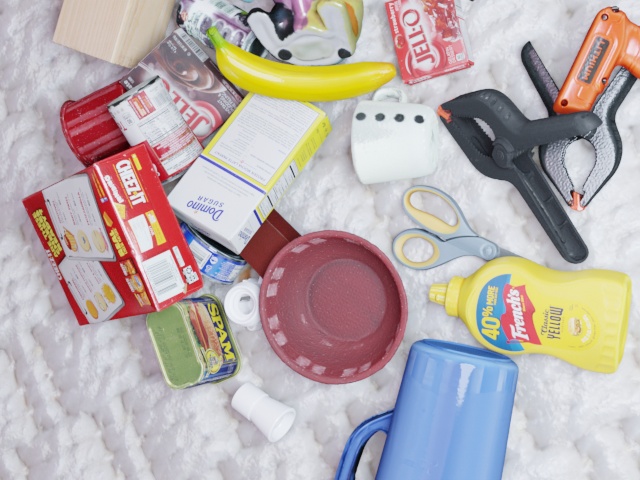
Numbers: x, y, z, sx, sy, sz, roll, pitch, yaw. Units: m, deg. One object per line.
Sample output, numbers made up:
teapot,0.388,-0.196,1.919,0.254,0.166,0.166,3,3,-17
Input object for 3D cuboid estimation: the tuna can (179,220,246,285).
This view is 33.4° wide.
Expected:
tuna can,-0.122,0.010,1.174,0.086,0.086,0.034,40,104,19

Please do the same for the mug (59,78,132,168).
mug,-0.236,-0.125,1.219,0.082,0.093,0.117,-23,54,18

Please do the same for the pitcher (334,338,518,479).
pitcher,0.108,0.222,1.050,0.149,0.145,0.243,11,92,-17

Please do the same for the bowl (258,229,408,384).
bowl,0.019,0.067,1.119,0.162,0.055,0.162,2,97,19

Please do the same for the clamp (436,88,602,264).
clamp,0.188,-0.093,1.015,0.210,0.036,0.164,46,150,36

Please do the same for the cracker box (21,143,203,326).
cracker box,-0.229,0.000,1.162,0.214,0.072,0.164,-14,101,55

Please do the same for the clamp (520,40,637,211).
clamp,0.243,-0.116,1.032,0.120,0.039,0.171,12,92,24

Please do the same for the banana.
banana,-0.023,-0.172,1.106,0.197,0.070,0.037,10,63,-3

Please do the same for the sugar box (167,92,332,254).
sugar box,-0.075,-0.081,1.137,0.093,0.048,0.176,31,78,22

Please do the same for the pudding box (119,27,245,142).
pudding box,-0.152,-0.167,1.192,0.090,0.039,0.113,-38,99,19

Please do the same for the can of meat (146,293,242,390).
can of meat,-0.141,0.112,1.184,0.058,0.083,0.102,-25,80,23

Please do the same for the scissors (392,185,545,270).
scissors,0.154,0.022,1.086,0.202,0.016,0.096,40,107,19

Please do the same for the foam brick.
foam brick,-0.058,0.001,1.163,0.078,0.051,0.053,46,106,17

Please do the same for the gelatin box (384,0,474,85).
gelatin box,0.112,-0.212,1.096,0.073,0.030,0.089,-14,84,24

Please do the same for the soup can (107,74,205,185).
soup can,-0.176,-0.119,1.157,0.069,0.068,0.102,-25,106,22

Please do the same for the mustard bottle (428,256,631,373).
mustard bottle,0.199,0.066,1.037,0.192,0.058,0.096,9,111,23

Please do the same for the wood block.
wood block,-0.218,-0.306,1.215,0.091,0.090,0.206,22,98,23
